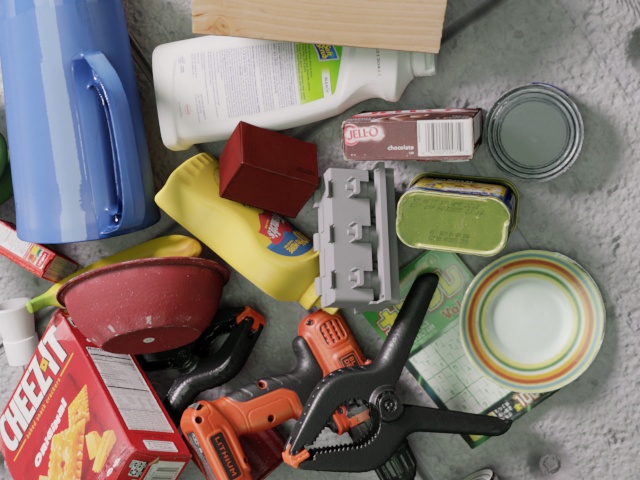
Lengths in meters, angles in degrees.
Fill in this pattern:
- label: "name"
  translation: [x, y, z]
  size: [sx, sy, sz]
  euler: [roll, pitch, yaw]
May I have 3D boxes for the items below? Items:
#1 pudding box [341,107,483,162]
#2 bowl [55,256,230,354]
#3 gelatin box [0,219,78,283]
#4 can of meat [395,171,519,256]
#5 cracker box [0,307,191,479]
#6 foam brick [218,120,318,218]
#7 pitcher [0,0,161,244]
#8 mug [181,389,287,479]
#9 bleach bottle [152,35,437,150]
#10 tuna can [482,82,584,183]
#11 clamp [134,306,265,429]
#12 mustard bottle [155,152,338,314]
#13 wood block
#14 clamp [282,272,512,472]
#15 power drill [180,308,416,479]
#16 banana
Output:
- label: "pudding box"
  translation: [0.081, -0.093, 0.929]
  size: [0.113, 0.090, 0.039]
  euler: [2, 104, 13]
- label: "bowl"
  translation: [-0.159, 0.067, 0.983]
  size: [0.162, 0.162, 0.055]
  euler: [-16, 71, 17]
- label: "gelatin box"
  translation: [-0.283, 0.011, 1.044]
  size: [0.073, 0.089, 0.030]
  euler: [30, 85, 6]
- label: "can of meat"
  translation: [0.120, -0.023, 0.937]
  size: [0.102, 0.083, 0.057]
  euler: [6, 103, 12]
- label: "cracker box"
  translation: [-0.226, 0.192, 1.017]
  size: [0.164, 0.072, 0.214]
  euler: [-58, 44, 17]
- label: "foam brick"
  translation: [-0.047, -0.062, 0.955]
  size: [0.078, 0.053, 0.051]
  euler: [17, 137, -23]
- label: "pitcher"
  translation: [-0.218, -0.122, 0.961]
  size: [0.149, 0.145, 0.243]
  euler: [-2, 105, 12]
- label: "mug"
  translation: [-0.087, 0.204, 1.045]
  size: [0.081, 0.093, 0.117]
  euler: [49, 145, 5]
- label: "bleach bottle"
  translation: [-0.021, -0.142, 0.959]
  size: [0.251, 0.068, 0.102]
  euler: [-4, 100, 13]
- label: "tuna can"
  translation: [0.186, -0.095, 0.931]
  size: [0.086, 0.033, 0.086]
  euler: [3, 103, 13]
- label: "clamp"
  translation: [-0.125, 0.129, 1.032]
  size: [0.172, 0.039, 0.120]
  euler: [-32, 58, 18]
- label: "mustard bottle"
  translation: [-0.056, 0.001, 0.980]
  size: [0.191, 0.096, 0.058]
  euler: [40, 110, 3]
- label: "wood block"
  translation: [0.001, -0.223, 0.886]
  size: [0.206, 0.090, 0.091]
  euler: [5, 131, 1]
- label: "clamp"
  translation: [0.065, 0.151, 0.954]
  size: [0.209, 0.036, 0.164]
  euler: [-36, 95, -15]
- label: "power drill"
  translation: [-0.019, 0.176, 0.979]
  size: [0.187, 0.057, 0.184]
  euler: [-26, 83, -24]
- label: "banana"
  translation: [-0.184, 0.031, 1.014]
  size: [0.198, 0.069, 0.037]
  euler: [-21, 106, 23]
